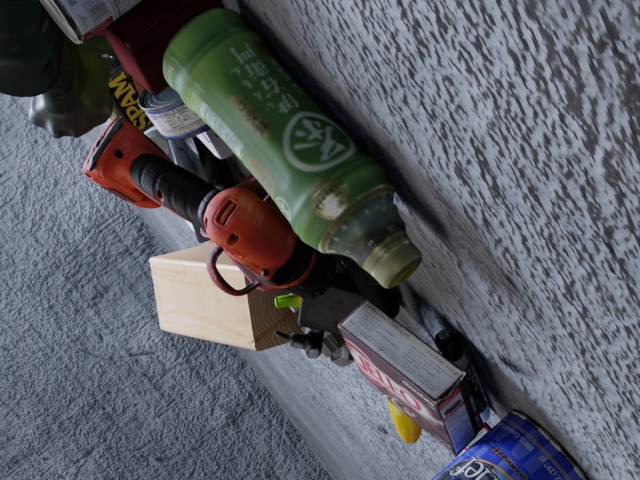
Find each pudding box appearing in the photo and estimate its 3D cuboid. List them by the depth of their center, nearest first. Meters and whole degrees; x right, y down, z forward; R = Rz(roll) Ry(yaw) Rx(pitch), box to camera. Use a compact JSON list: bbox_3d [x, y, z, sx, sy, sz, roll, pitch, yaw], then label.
[{"bbox_3d":[0.072,0.108,0.844,0.114,0.039,0.090,34,161,36],"label":"pudding box"}]

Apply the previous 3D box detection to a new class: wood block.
[{"bbox_3d":[-0.094,0.057,1.157,0.207,0.090,0.090,3,104,54],"label":"wood block"}]

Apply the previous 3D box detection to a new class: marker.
[{"bbox_3d":[0.114,0.108,0.851,0.020,0.020,0.121,42,166,43],"label":"marker"}]

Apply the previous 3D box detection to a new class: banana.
[{"bbox_3d":[0.047,0.105,1.014,0.198,0.070,0.037,48,-155,-8],"label":"banana"}]

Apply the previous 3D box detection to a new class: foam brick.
[{"bbox_3d":[-0.112,-0.155,0.780,0.051,0.078,0.053,43,164,43],"label":"foam brick"}]

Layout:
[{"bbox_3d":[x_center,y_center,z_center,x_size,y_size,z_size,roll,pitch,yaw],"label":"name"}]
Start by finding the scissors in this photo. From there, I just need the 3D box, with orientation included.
[{"bbox_3d":[-0.136,-0.095,1.029,0.096,0.016,0.202,-31,-75,-89],"label":"scissors"}]

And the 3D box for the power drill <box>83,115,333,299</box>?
[{"bbox_3d":[-0.086,-0.022,0.861,0.188,0.057,0.184,27,172,27],"label":"power drill"}]

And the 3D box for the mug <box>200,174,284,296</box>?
[{"bbox_3d":[-0.056,0.001,0.979,0.093,0.117,0.081,-5,130,53],"label":"mug"}]

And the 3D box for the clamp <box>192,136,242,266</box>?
[{"bbox_3d":[-0.090,-0.036,1.099,0.120,0.039,0.171,52,-162,-55],"label":"clamp"}]

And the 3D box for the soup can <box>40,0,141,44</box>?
[{"bbox_3d":[-0.145,-0.190,0.734,0.068,0.102,0.068,50,170,12],"label":"soup can"}]

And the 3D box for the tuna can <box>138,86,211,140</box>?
[{"bbox_3d":[-0.095,-0.115,0.816,0.033,0.086,0.086,56,169,-31],"label":"tuna can"}]

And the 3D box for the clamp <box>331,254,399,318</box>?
[{"bbox_3d":[0.024,0.003,0.835,0.164,0.036,0.210,52,174,-6],"label":"clamp"}]

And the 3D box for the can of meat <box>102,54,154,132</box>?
[{"bbox_3d":[-0.178,-0.158,1.038,0.057,0.084,0.102,43,166,41],"label":"can of meat"}]

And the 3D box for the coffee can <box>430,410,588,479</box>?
[{"bbox_3d":[0.127,0.213,0.810,0.103,0.140,0.103,50,170,12],"label":"coffee can"}]
